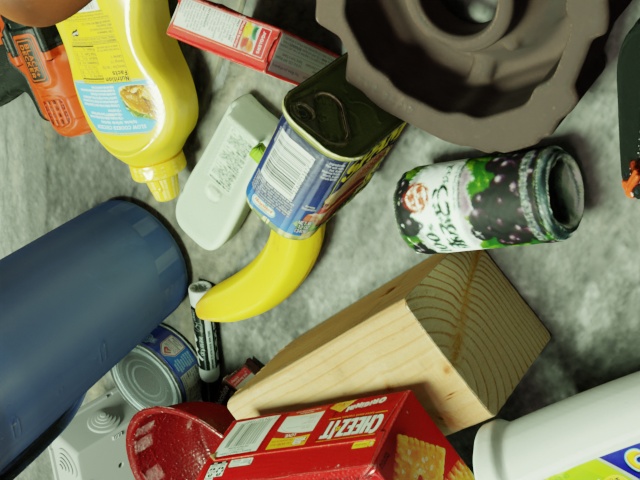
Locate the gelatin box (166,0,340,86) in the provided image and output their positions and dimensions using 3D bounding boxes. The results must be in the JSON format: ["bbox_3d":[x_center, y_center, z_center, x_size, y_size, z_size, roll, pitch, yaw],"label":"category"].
[{"bbox_3d":[-0.038,-0.120,0.652,0.073,0.089,0.030,25,99,23],"label":"gelatin box"}]

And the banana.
[{"bbox_3d":[-0.039,0.009,0.770,0.069,0.037,0.198,33,137,7],"label":"banana"}]

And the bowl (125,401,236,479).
[{"bbox_3d":[-0.078,0.185,0.850,0.162,0.055,0.162,22,131,28],"label":"bowl"}]

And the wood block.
[{"bbox_3d":[0.039,0.090,0.728,0.090,0.090,0.207,52,136,-3],"label":"wood block"}]

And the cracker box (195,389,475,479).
[{"bbox_3d":[0.041,0.205,0.698,0.164,0.072,0.213,-18,116,41],"label":"cracker box"}]

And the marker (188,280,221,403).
[{"bbox_3d":[-0.094,0.088,0.881,0.020,0.020,0.121,18,128,28],"label":"marker"}]

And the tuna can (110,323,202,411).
[{"bbox_3d":[-0.142,0.115,0.926,0.086,0.033,0.086,20,129,27],"label":"tuna can"}]

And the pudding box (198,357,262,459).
[{"bbox_3d":[-0.052,0.163,0.884,0.090,0.039,0.114,38,135,12],"label":"pudding box"}]

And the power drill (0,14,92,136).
[{"bbox_3d":[-0.258,-0.162,0.815,0.188,0.057,0.184,0,117,38],"label":"power drill"}]

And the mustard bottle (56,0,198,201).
[{"bbox_3d":[-0.133,-0.117,0.745,0.096,0.058,0.191,4,119,35],"label":"mustard bottle"}]

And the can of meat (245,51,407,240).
[{"bbox_3d":[0.007,-0.058,0.648,0.057,0.101,0.084,41,137,8],"label":"can of meat"}]

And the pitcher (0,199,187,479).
[{"bbox_3d":[-0.213,0.076,0.806,0.145,0.242,0.149,53,136,-3],"label":"pitcher"}]
